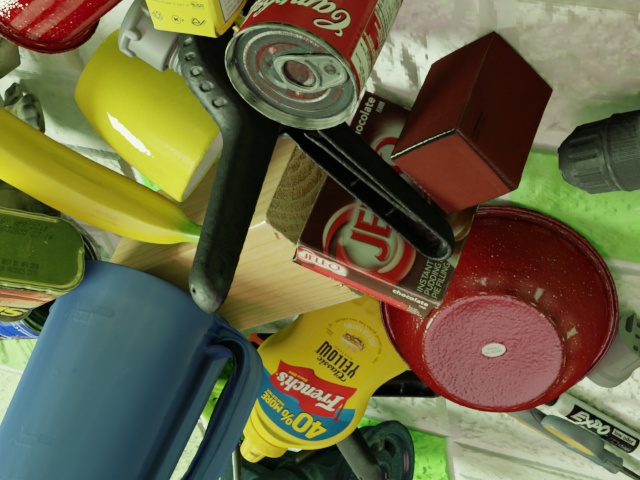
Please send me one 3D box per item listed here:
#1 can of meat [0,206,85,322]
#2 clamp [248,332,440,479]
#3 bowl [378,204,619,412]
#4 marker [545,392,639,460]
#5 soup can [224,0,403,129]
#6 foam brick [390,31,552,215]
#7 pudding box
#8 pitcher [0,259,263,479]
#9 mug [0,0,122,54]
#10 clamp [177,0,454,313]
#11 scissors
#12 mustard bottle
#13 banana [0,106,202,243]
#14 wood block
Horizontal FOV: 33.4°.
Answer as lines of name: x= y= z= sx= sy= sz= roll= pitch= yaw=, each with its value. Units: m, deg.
can of meat: x=-0.218 y=0.015 z=0.704 sx=0.101 sy=0.057 sz=0.084 roll=11 pitch=157 yaw=-39
clamp: x=0.008 y=0.131 z=0.886 sx=0.172 sy=0.120 sz=0.039 roll=17 pitch=131 yaw=16
bowl: x=0.115 y=0.059 z=0.705 sx=0.162 sy=0.055 sz=0.162 roll=6 pitch=120 yaw=9
marker: x=0.213 y=0.141 z=0.853 sx=0.121 sy=0.020 sz=0.020 roll=30 pitch=147 yaw=-9
soup can: x=0.003 y=-0.115 z=0.537 sx=0.068 sy=0.102 sz=0.068 roll=17 pitch=147 yaw=11
foam brick: x=0.083 y=-0.064 z=0.584 sx=0.053 sy=0.078 sz=0.051 roll=41 pitch=144 yaw=-22
pudding box: x=0.045 y=-0.021 z=0.636 sx=0.090 sy=0.113 sz=0.039 roll=23 pitch=156 yaw=-1
pitcher: x=-0.150 y=0.146 z=0.714 sx=0.145 sy=0.242 sz=0.149 roll=27 pitch=155 yaw=-13
mug: x=-0.145 y=-0.167 z=0.572 sx=0.082 sy=0.093 sz=0.117 roll=-22 pitch=124 yaw=43
clamp: x=-0.014 y=-0.067 z=0.578 sx=0.164 sy=0.210 sz=0.036 roll=-3 pitch=161 yaw=-34
scissors: x=0.239 y=0.180 z=0.872 sx=0.201 sy=0.016 sz=0.096 roll=29 pitch=172 yaw=-8
mustard bottle: x=-0.002 y=0.103 z=0.814 sx=0.096 sy=0.058 sz=0.192 roll=37 pitch=114 yaw=-4
banana: x=-0.156 y=-0.044 z=0.657 sx=0.197 sy=0.037 sz=0.070 roll=27 pitch=151 yaw=-26
wood block: x=-0.055 y=0.001 z=0.757 sx=0.090 sy=0.090 sz=0.207 roll=40 pitch=144 yaw=-26
